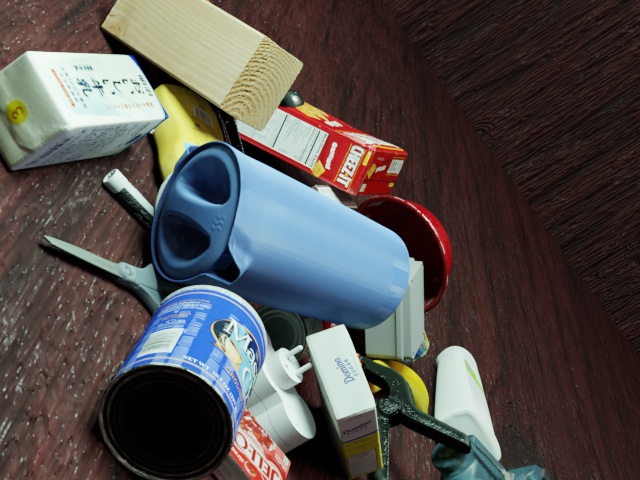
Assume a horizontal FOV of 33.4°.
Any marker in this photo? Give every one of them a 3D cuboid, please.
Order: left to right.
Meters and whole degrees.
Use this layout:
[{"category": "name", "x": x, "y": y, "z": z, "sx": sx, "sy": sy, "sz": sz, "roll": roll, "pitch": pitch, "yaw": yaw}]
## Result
[{"category": "marker", "x": -0.164, "y": -0.021, "z": 1.039, "sx": 0.121, "sy": 0.020, "sz": 0.020, "roll": 48, "pitch": 20, "yaw": -25}]

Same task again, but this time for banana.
[{"category": "banana", "x": 0.093, "y": 0.181, "z": 1.332, "sx": 0.197, "sy": 0.037, "sz": 0.070, "roll": 34, "pitch": 29, "yaw": -51}]

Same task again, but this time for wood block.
[{"category": "wood block", "x": -0.134, "y": -0.217, "z": 1.193, "sx": 0.206, "sy": 0.091, "sz": 0.090, "roll": 35, "pitch": 6, "yaw": 30}]

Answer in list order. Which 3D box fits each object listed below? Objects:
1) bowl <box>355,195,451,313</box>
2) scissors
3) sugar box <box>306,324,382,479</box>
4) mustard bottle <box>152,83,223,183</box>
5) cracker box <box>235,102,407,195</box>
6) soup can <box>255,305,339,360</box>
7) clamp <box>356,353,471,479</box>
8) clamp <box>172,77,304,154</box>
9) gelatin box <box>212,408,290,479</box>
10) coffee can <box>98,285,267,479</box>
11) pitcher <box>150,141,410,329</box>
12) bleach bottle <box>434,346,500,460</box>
[{"category": "bowl", "x": 0.113, "y": 0.011, "z": 1.363, "sx": 0.055, "sy": 0.162, "sz": 0.162, "roll": -27, "pitch": 83, "yaw": -41}, {"category": "scissors", "x": -0.161, "y": 0.047, "z": 0.939, "sx": 0.096, "sy": 0.016, "sz": 0.201, "roll": 63, "pitch": 19, "yaw": 18}, {"category": "sugar box", "x": 0.027, "y": 0.164, "z": 1.063, "sx": 0.176, "sy": 0.048, "sz": 0.093, "roll": 85, "pitch": -14, "yaw": -59}, {"category": "mustard bottle", "x": -0.134, "y": -0.078, "z": 1.147, "sx": 0.096, "sy": 0.058, "sz": 0.192, "roll": 35, "pitch": 28, "yaw": -46}, {"category": "cracker box", "x": -0.010, "y": -0.134, "z": 1.388, "sx": 0.214, "sy": 0.072, "sz": 0.164, "roll": 27, "pitch": 12, "yaw": 16}, {"category": "soup can", "x": -0.028, "y": 0.092, "z": 1.124, "sx": 0.068, "sy": 0.069, "sz": 0.102, "roll": 60, "pitch": 19, "yaw": 8}, {"category": "clamp", "x": 0.072, "y": 0.202, "z": 1.191, "sx": 0.120, "sy": 0.039, "sz": 0.172, "roll": -25, "pitch": 51, "yaw": -30}, {"category": "clamp", "x": -0.109, "y": -0.171, "z": 1.258, "sx": 0.036, "sy": 0.165, "sz": 0.210, "roll": -19, "pitch": 67, "yaw": -47}, {"category": "gelatin box", "x": -0.066, "y": 0.188, "z": 0.926, "sx": 0.089, "sy": 0.030, "sz": 0.073, "roll": 53, "pitch": 19, "yaw": -12}, {"category": "coffee can", "x": -0.104, "y": 0.110, "z": 0.842, "sx": 0.103, "sy": 0.103, "sz": 0.140, "roll": 53, "pitch": 19, "yaw": -13}, {"category": "pitcher", "x": -0.034, "y": -0.001, "z": 1.029, "sx": 0.242, "sy": 0.145, "sz": 0.149, "roll": 22, "pitch": 72, "yaw": -39}, {"category": "bleach bottle", "x": 0.202, "y": 0.223, "z": 1.506, "sx": 0.102, "sy": 0.068, "sz": 0.250, "roll": 61, "pitch": 13, "yaw": -14}]
